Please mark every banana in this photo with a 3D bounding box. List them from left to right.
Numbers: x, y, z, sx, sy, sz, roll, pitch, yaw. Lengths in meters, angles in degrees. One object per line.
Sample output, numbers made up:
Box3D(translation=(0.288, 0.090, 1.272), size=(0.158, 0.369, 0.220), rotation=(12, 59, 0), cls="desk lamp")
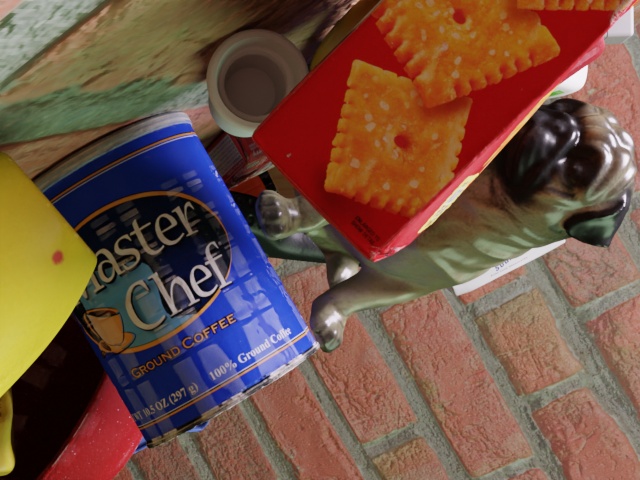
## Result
Box3D(translation=(0.023, -0.102, 0.595), size=(0.070, 0.037, 0.197), rotation=(-46, 178, 7), cls="banana")

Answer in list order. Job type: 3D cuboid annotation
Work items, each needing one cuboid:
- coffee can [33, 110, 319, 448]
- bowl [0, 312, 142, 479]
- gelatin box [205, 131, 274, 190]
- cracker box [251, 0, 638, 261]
Box3D(translation=(-0.079, 0.019, 0.548), size=(0.103, 0.140, 0.103), rotation=(-30, 179, -1), cls="coffee can")
Box3D(translation=(-0.152, 0.107, 0.677), size=(0.162, 0.055, 0.162), rotation=(-40, -149, 29), cls="bowl")
Box3D(translation=(-0.040, -0.064, 0.723), size=(0.073, 0.030, 0.089), rotation=(-30, 180, -28), cls="gelatin box")
Box3D(translation=(0.082, -0.091, 0.429), size=(0.214, 0.072, 0.164), rotation=(-44, 178, 8), cls="cracker box")
